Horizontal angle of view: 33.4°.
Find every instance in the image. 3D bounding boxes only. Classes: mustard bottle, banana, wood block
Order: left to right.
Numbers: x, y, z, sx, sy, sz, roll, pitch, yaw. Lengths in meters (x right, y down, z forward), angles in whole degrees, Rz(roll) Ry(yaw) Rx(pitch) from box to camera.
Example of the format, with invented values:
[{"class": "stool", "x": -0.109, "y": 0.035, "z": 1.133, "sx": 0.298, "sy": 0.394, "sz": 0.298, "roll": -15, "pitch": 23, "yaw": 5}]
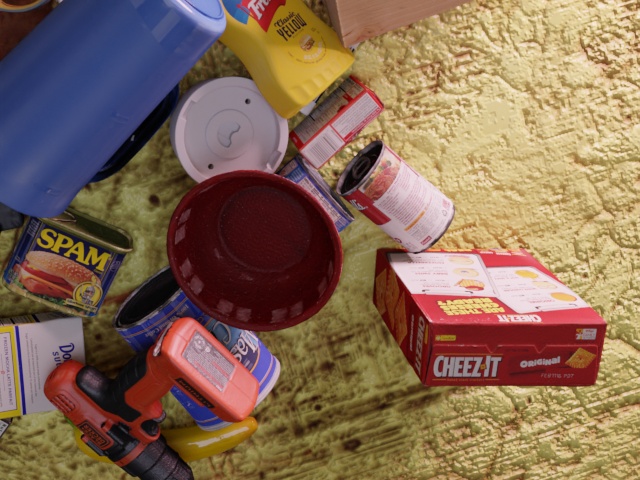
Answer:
[{"class": "banana", "x": -0.166, "y": 0.206, "z": 1.101, "sx": 0.197, "sy": 0.037, "sz": 0.070, "roll": 3, "pitch": 142, "yaw": -15}, {"class": "mustard bottle", "x": -0.059, "y": -0.209, "z": 0.967, "sx": 0.191, "sy": 0.058, "sz": 0.096, "roll": 49, "pitch": 57, "yaw": -8}, {"class": "wood block", "x": 0.097, "y": -0.266, "z": 0.958, "sx": 0.206, "sy": 0.090, "sz": 0.091, "roll": -21, "pitch": 152, "yaw": -2}]

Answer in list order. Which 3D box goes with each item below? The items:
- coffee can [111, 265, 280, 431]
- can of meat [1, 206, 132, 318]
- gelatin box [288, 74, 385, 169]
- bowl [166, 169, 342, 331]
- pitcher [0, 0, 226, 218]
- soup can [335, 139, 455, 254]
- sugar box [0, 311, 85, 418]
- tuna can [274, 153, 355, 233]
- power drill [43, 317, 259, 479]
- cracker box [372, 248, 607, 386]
[{"class": "coffee can", "x": -0.121, "y": 0.102, "z": 1.049, "sx": 0.103, "sy": 0.103, "sz": 0.140, "roll": -36, "pitch": 110, "yaw": 3}, {"class": "can of meat", "x": -0.244, "y": 0.019, "z": 1.026, "sx": 0.102, "sy": 0.057, "sz": 0.084, "roll": 24, "pitch": 104, "yaw": -18}, {"class": "gelatin box", "x": 0.015, "y": -0.113, "z": 1.018, "sx": 0.089, "sy": 0.073, "sz": 0.030, "roll": -42, "pitch": 110, "yaw": 4}, {"class": "bowl", "x": -0.056, "y": 0.001, "z": 0.978, "sx": 0.162, "sy": 0.055, "sz": 0.162, "roll": 4, "pitch": 116, "yaw": 8}, {"class": "pitcher", "x": -0.192, "y": -0.140, "z": 0.922, "sx": 0.243, "sy": 0.149, "sz": 0.145, "roll": -40, "pitch": 104, "yaw": 20}, {"class": "soup can", "x": 0.075, "y": -0.042, "z": 1.054, "sx": 0.102, "sy": 0.068, "sz": 0.068, "roll": 38, "pitch": 98, "yaw": -19}, {"class": "sugar box", "x": -0.318, "y": 0.124, "z": 1.030, "sx": 0.176, "sy": 0.048, "sz": 0.093, "roll": -6, "pitch": 102, "yaw": -26}, {"class": "tuna can", "x": -0.006, "y": -0.041, "z": 1.031, "sx": 0.034, "sy": 0.086, "sz": 0.086, "roll": -41, "pitch": 109, "yaw": 6}, {"class": "power drill", "x": -0.146, "y": 0.161, "z": 0.997, "sx": 0.188, "sy": 0.057, "sz": 0.184, "roll": -32, "pitch": 112, "yaw": 35}, {"class": "cracker box", "x": 0.152, "y": 0.070, "z": 1.025, "sx": 0.164, "sy": 0.214, "sz": 0.072, "roll": 0, "pitch": 107, "yaw": -10}]
